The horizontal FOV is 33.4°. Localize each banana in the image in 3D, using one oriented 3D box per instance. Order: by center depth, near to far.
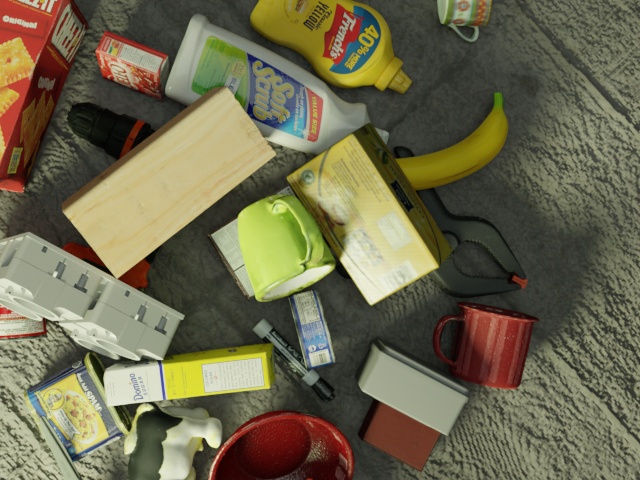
[{"bbox_3d":[0.137,-0.095,1.196,0.197,0.037,0.070,-27,59,-11],"label":"banana"}]

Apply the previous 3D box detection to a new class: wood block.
[{"bbox_3d":[-0.160,-0.064,1.114,0.206,0.091,0.090,-38,104,-7],"label":"wood block"}]

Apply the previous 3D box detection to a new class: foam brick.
[{"bbox_3d":[0.088,0.217,1.200,0.078,0.053,0.051,29,87,-2],"label":"foam brick"}]

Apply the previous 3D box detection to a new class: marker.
[{"bbox_3d":[-0.029,0.137,1.212,0.121,0.020,0.020,45,86,-1],"label":"marker"}]

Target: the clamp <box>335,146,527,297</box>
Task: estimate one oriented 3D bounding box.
[{"bbox_3d":[0.132,0.013,1.216,0.210,0.036,0.164,33,88,2],"label":"clamp"}]

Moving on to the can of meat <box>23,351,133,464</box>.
[{"bbox_3d":[-0.266,0.187,1.178,0.084,0.057,0.102,-28,90,-2],"label":"can of meat"}]

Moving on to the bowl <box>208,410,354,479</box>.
[{"bbox_3d":[-0.047,0.243,1.172,0.162,0.055,0.162,-6,116,-12],"label":"bowl"}]

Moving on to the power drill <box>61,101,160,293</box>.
[{"bbox_3d":[-0.225,-0.043,1.185,0.184,0.057,0.187,25,87,-3],"label":"power drill"}]

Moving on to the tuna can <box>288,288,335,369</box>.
[{"bbox_3d":[-0.010,0.098,1.181,0.033,0.086,0.086,-14,89,-2],"label":"tuna can"}]

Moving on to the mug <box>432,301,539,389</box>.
[{"bbox_3d":[0.179,0.116,1.188,0.117,0.093,0.081,10,93,-21],"label":"mug"}]

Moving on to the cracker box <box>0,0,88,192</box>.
[{"bbox_3d":[-0.321,-0.160,1.130,0.072,0.164,0.214,21,88,-5],"label":"cracker box"}]

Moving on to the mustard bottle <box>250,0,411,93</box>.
[{"bbox_3d":[0.021,-0.228,1.205,0.191,0.058,0.096,36,88,-2],"label":"mustard bottle"}]

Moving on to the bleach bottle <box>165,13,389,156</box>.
[{"bbox_3d":[-0.041,-0.161,1.198,0.250,0.068,0.102,21,93,-5],"label":"bleach bottle"}]

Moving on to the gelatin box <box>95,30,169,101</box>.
[{"bbox_3d":[-0.205,-0.190,1.174,0.073,0.089,0.030,22,77,-2],"label":"gelatin box"}]

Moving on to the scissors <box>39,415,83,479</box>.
[{"bbox_3d":[-0.276,0.286,1.165,0.096,0.016,0.201,-34,110,7],"label":"scissors"}]

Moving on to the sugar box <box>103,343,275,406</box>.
[{"bbox_3d":[-0.139,0.144,1.160,0.176,0.093,0.048,-5,90,2],"label":"sugar box"}]

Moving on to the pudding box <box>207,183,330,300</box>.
[{"bbox_3d":[-0.058,0.002,1.205,0.113,0.039,0.090,-32,90,-6],"label":"pudding box"}]

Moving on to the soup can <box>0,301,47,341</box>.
[{"bbox_3d":[-0.337,0.059,1.171,0.068,0.068,0.102,-4,88,-4],"label":"soup can"}]
